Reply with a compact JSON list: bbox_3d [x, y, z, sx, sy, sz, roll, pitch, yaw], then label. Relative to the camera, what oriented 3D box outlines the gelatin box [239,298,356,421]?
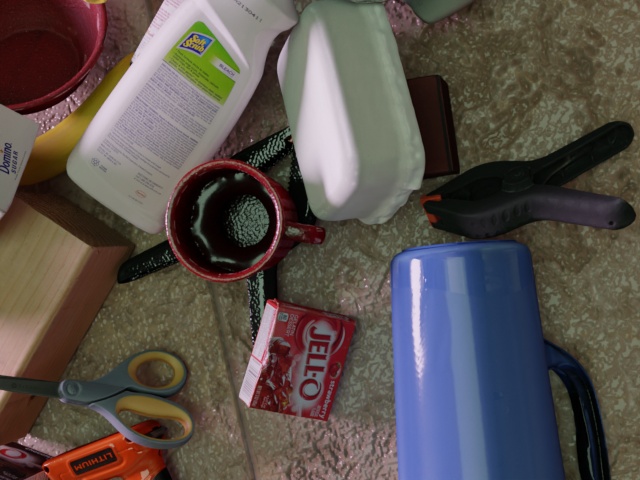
[{"bbox_3d":[-0.018,0.098,0.874,0.073,0.030,0.089,14,96,-24],"label":"gelatin box"}]

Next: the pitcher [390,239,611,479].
[{"bbox_3d":[0.127,0.124,0.814,0.145,0.149,0.243,-7,86,30],"label":"pitcher"}]

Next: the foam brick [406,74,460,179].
[{"bbox_3d":[0.079,-0.088,0.854,0.051,0.053,0.078,-9,87,14],"label":"foam brick"}]

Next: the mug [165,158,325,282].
[{"bbox_3d":[-0.053,-0.013,0.836,0.117,0.081,0.093,7,91,12],"label":"mug"}]

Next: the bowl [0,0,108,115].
[{"bbox_3d":[-0.258,-0.164,0.921,0.162,0.055,0.162,-1,63,2],"label":"bowl"}]

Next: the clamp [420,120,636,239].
[{"bbox_3d":[0.160,-0.032,0.810,0.172,0.120,0.039,-19,116,18],"label":"clamp"}]

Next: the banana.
[{"bbox_3d":[-0.232,-0.096,0.943,0.198,0.037,0.069,-24,85,14],"label":"banana"}]

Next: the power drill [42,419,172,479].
[{"bbox_3d":[-0.169,0.263,0.922,0.184,0.057,0.187,-23,87,10],"label":"power drill"}]

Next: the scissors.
[{"bbox_3d":[-0.195,0.112,0.890,0.201,0.096,0.016,24,140,-12],"label":"scissors"}]

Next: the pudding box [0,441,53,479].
[{"bbox_3d":[-0.299,0.200,0.937,0.113,0.090,0.039,19,97,13],"label":"pudding box"}]

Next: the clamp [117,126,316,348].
[{"bbox_3d":[-0.056,0.001,0.898,0.164,0.036,0.210,39,100,11],"label":"clamp"}]

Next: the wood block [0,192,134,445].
[{"bbox_3d":[-0.261,0.069,0.925,0.090,0.090,0.206,33,98,12],"label":"wood block"}]

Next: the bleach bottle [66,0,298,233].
[{"bbox_3d":[-0.092,-0.122,0.830,0.102,0.068,0.251,35,117,-18],"label":"bleach bottle"}]

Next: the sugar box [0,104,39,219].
[{"bbox_3d":[-0.296,-0.030,0.892,0.177,0.048,0.093,-33,38,45],"label":"sugar box"}]
